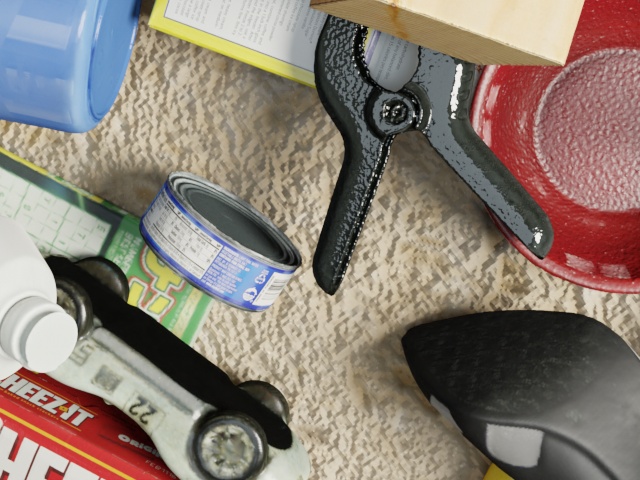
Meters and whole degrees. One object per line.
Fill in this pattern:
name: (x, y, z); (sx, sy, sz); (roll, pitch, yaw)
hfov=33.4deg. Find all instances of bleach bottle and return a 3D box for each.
bleach bottle: (-0.217, 0.016, 0.550); (0.251, 0.067, 0.102); (22, 102, 35)

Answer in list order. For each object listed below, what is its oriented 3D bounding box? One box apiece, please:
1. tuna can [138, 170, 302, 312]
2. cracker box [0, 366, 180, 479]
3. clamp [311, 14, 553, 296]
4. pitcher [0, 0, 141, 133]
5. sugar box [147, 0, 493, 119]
tuna can: (-0.054, 0.001, 0.573); (0.086, 0.086, 0.034); (36, 102, 2)
cracker box: (-0.159, 0.196, 0.615); (0.164, 0.072, 0.214); (26, 103, 3)
clamp: (0.051, -0.058, 0.523); (0.120, 0.039, 0.171); (-2, 99, 7)
pitcher: (-0.220, -0.125, 0.539); (0.243, 0.149, 0.145); (14, 88, -1)
sugar box: (0.009, -0.125, 0.561); (0.176, 0.048, 0.093); (21, 100, -5)
